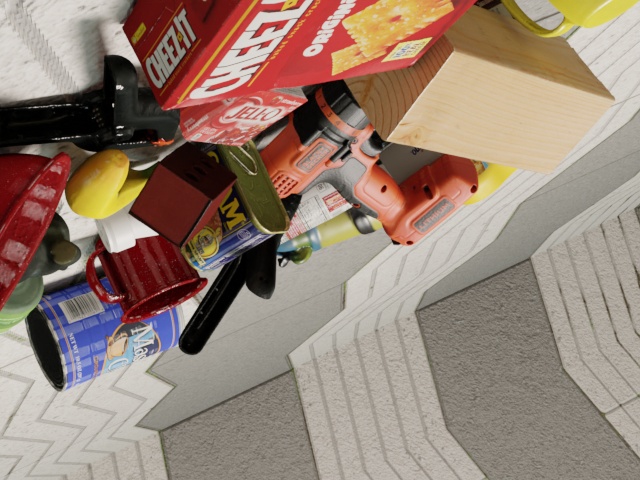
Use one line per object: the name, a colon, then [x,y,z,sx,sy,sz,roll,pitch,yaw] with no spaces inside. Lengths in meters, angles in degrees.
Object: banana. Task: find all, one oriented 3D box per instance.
banana: [-0.163,-0.044,0.810,0.069,0.037,0.198,-43,-176,2]

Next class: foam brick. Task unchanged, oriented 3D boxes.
foam brick: [-0.108,-0.037,0.852,0.051,0.053,0.078,-55,-178,21]

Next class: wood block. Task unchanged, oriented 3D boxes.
wood block: [0.127,-0.126,0.855,0.205,0.090,0.091,6,133,-42]

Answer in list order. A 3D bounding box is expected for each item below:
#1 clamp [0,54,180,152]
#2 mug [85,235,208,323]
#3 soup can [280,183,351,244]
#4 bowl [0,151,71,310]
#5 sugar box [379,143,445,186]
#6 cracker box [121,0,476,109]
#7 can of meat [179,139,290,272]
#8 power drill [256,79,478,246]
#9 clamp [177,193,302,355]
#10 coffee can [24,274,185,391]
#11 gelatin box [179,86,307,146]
clamp: [-0.155,-0.081,0.718,0.120,0.039,0.171,-11,173,10]
mug: [-0.177,0.027,1.036,0.117,0.081,0.093,-16,164,-44]
soup can: [-0.023,-0.043,1.110,0.102,0.068,0.068,-28,169,1]
bowl: [-0.227,0.002,0.698,0.162,0.055,0.162,-61,-175,9]
sugar box: [0.129,-0.113,1.108,0.093,0.048,0.176,-33,179,25]
cracker box: [0.010,-0.160,0.651,0.213,0.072,0.164,-17,165,-37]
can of meat: [-0.088,-0.033,0.925,0.084,0.102,0.057,-30,169,26]
power drill: [0.056,-0.080,0.967,0.187,0.057,0.185,28,125,-35]
clamp: [-0.057,0.001,1.001,0.165,0.036,0.209,-32,-151,56]
coffee can: [-0.230,0.089,1.141,0.140,0.103,0.103,-20,167,-29]
gelatin box: [-0.062,-0.106,0.836,0.073,0.030,0.089,-32,168,22]
